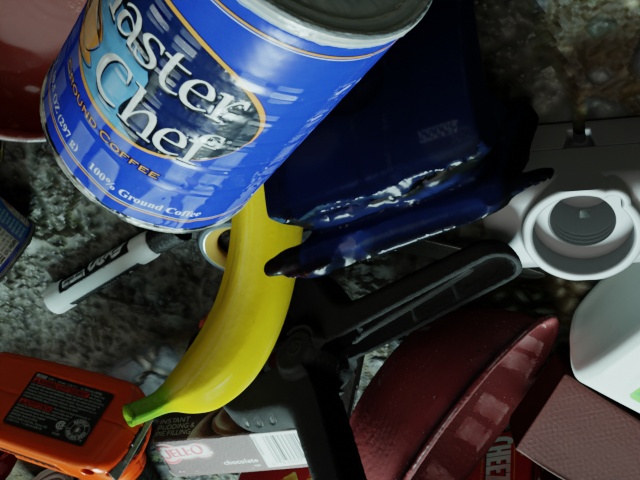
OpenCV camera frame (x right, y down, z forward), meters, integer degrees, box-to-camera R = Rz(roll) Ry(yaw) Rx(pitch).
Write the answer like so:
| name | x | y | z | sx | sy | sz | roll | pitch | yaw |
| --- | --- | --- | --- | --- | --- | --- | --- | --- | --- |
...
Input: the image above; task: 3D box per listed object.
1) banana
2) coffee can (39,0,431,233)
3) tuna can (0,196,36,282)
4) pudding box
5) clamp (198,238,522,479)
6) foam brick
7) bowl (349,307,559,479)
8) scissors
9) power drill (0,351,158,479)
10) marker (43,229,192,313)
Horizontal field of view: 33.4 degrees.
| name | x | y | z | sx | sy | sz | roll | pitch | yaw |
| --- | --- | --- | --- | --- | --- | --- | --- | --- | --- |
| banana | -0.041 | 0.008 | 0.548 | 0.069 | 0.198 | 0.037 | 14 | -176 | -41 |
| coffee can | -0.037 | -0.079 | 0.407 | 0.102 | 0.102 | 0.141 | 32 | 141 | -13 |
| tuna can | -0.206 | 0.012 | 0.617 | 0.086 | 0.086 | 0.033 | -31 | 115 | 33 |
| pudding box | -0.035 | 0.093 | 0.639 | 0.114 | 0.090 | 0.039 | -7 | 129 | 19 |
| clamp | 0.006 | 0.056 | 0.563 | 0.036 | 0.164 | 0.210 | 37 | 171 | -34 |
| foam brick | 0.153 | 0.108 | 0.602 | 0.078 | 0.051 | 0.053 | 32 | 102 | -1 |
| bowl | 0.064 | 0.093 | 0.596 | 0.055 | 0.161 | 0.162 | 37 | 135 | 22 |
| scissors | 0.015 | 0.007 | 0.604 | 0.201 | 0.016 | 0.096 | 25 | 132 | -6 |
| power drill | -0.146 | 0.146 | 0.632 | 0.185 | 0.057 | 0.187 | 10 | 140 | 19 |
| marker | -0.121 | 0.014 | 0.641 | 0.121 | 0.020 | 0.020 | -27 | 118 | 31 |
